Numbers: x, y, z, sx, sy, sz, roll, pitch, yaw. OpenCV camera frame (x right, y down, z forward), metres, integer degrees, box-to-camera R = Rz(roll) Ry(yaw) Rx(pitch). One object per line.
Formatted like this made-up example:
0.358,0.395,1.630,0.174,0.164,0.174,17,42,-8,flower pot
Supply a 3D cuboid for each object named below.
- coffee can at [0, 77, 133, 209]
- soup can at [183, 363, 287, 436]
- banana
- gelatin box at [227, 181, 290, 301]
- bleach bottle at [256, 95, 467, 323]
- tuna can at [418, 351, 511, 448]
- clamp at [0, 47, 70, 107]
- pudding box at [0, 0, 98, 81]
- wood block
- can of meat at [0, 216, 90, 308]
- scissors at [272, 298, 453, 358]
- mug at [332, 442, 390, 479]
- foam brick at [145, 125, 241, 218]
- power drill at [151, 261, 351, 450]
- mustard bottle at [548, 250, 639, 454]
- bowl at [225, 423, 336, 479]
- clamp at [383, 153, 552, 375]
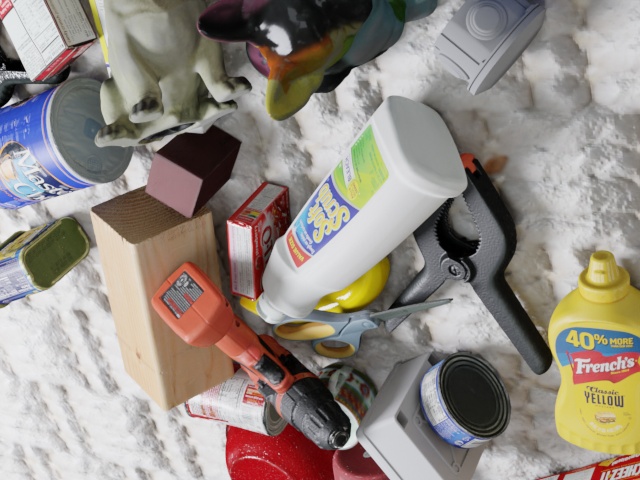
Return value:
-0.268,-0.092,1.046,0.141,0.102,0.103,-12,115,36,coffee can
-0.088,0.168,1.150,0.102,0.068,0.068,9,126,25,soup can
0.003,0.047,1.031,0.198,0.037,0.069,-29,98,41,banana
-0.057,0.001,1.007,0.030,0.073,0.089,15,128,21,gelatin box
0.019,-0.005,0.921,0.068,0.102,0.251,16,132,-30,bleach bottle
0.134,0.149,0.993,0.086,0.086,0.034,44,134,-4,tuna can
-0.321,-0.172,1.065,0.120,0.039,0.172,49,136,-2,clamp
-0.255,-0.212,0.968,0.090,0.039,0.113,-21,97,51,pudding box
-0.157,0.055,1.075,0.091,0.090,0.206,35,140,43,wood block
-0.311,0.022,1.156,0.084,0.102,0.057,-17,111,36,can of meat
0.049,0.083,1.003,0.202,0.016,0.096,-6,147,30,scissors
0.068,0.255,1.108,0.117,0.093,0.081,3,119,24,mug
-0.118,-0.068,0.991,0.053,0.078,0.051,31,131,7,foam brick
-0.064,0.110,1.003,0.187,0.057,0.185,47,173,-37,power drill
0.244,0.093,0.905,0.096,0.058,0.191,5,124,27,mustard bottle
-0.049,0.260,1.203,0.162,0.055,0.162,16,129,21,bowl
0.117,0.020,0.943,0.165,0.036,0.210,7,124,31,clamp
